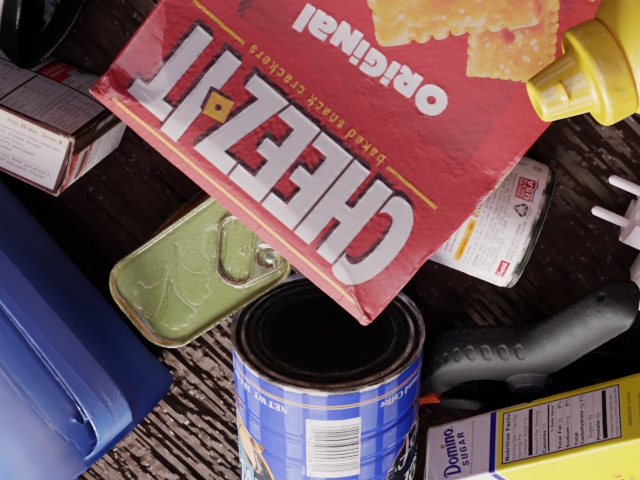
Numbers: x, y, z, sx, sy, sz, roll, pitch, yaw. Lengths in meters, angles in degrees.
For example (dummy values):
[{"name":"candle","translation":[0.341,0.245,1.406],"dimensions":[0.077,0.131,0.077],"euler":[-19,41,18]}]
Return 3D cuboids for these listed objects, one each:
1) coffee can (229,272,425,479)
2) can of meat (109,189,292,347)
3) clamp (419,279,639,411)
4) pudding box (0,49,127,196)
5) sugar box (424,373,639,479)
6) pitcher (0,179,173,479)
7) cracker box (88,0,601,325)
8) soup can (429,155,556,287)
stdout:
[{"name":"coffee can","translation":[0.004,0.103,0.593],"dimensions":[0.103,0.102,0.140],"euler":[7,124,11]},{"name":"can of meat","translation":[-0.054,0.001,0.584],"dimensions":[0.102,0.083,0.057],"euler":[-33,102,24]},{"name":"clamp","translation":[0.128,0.070,0.577],"dimensions":[0.120,0.039,0.172],"euler":[36,146,-29]},{"name":"pudding box","translation":[-0.169,-0.075,0.575],"dimensions":[0.113,0.090,0.039],"euler":[23,116,2]},{"name":"sugar box","translation":[0.152,0.115,0.552],"dimensions":[0.176,0.048,0.093],"euler":[-24,129,31]},{"name":"pitcher","translation":[-0.201,0.029,0.606],"dimensions":[0.149,0.145,0.243],"euler":[-34,99,18]},{"name":"cracker box","translation":[0.029,-0.096,0.474],"dimensions":[0.164,0.072,0.214],"euler":[40,98,-4]},{"name":"soup can","translation":[0.062,-0.024,0.554],"dimensions":[0.102,0.068,0.069],"euler":[20,117,3]}]
